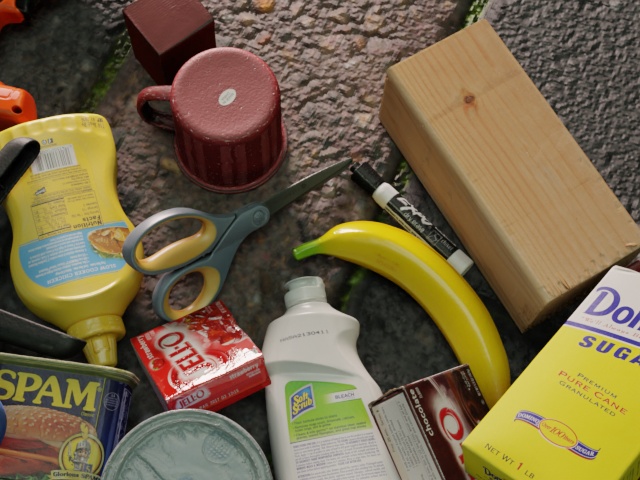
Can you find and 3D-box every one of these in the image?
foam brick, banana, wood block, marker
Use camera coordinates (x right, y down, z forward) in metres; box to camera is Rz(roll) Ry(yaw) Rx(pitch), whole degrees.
[{"bbox_3d":[-0.116,-0.158,0.835,0.053,0.078,0.051,-35,77,-13],"label":"foam brick"},{"bbox_3d":[0.075,0.043,0.794,0.198,0.037,0.069,38,95,13],"label":"banana"},{"bbox_3d":[0.138,-0.048,0.797,0.090,0.090,0.206,-29,74,-10],"label":"wood block"},{"bbox_3d":[0.068,-0.018,0.822,0.020,0.020,0.121,-42,76,-15],"label":"marker"}]

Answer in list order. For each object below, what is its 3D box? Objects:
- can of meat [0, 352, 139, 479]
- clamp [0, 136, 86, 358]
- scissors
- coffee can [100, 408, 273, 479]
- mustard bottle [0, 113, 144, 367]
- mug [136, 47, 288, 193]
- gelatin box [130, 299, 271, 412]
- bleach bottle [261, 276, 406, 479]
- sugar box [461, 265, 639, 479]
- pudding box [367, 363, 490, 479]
[{"bbox_3d":[-0.176,0.122,0.689,0.102,0.057,0.084,7,73,2],"label":"can of meat"},{"bbox_3d":[-0.267,0.038,0.741,0.210,0.036,0.164,-25,72,1],"label":"clamp"},{"bbox_3d":[-0.055,0.001,0.805,0.201,0.096,0.016,-15,27,-33],"label":"scissors"},{"bbox_3d":[-0.080,0.172,0.685,0.103,0.140,0.103,1,70,-2],"label":"coffee can"},{"bbox_3d":[-0.181,0.004,0.785,0.096,0.058,0.192,-14,71,-14],"label":"mustard bottle"},{"bbox_3d":[-0.082,-0.096,0.812,0.117,0.081,0.093,12,70,3],"label":"mug"},{"bbox_3d":[-0.085,0.084,0.747,0.073,0.030,0.089,-24,32,-14],"label":"gelatin box"},{"bbox_3d":[0.017,0.145,0.740,0.102,0.068,0.251,-9,69,-4],"label":"bleach bottle"},{"bbox_3d":[0.181,0.101,0.685,0.093,0.048,0.176,30,65,32],"label":"sugar box"},{"bbox_3d":[0.090,0.147,0.723,0.039,0.089,0.113,-35,74,32],"label":"pudding box"}]
